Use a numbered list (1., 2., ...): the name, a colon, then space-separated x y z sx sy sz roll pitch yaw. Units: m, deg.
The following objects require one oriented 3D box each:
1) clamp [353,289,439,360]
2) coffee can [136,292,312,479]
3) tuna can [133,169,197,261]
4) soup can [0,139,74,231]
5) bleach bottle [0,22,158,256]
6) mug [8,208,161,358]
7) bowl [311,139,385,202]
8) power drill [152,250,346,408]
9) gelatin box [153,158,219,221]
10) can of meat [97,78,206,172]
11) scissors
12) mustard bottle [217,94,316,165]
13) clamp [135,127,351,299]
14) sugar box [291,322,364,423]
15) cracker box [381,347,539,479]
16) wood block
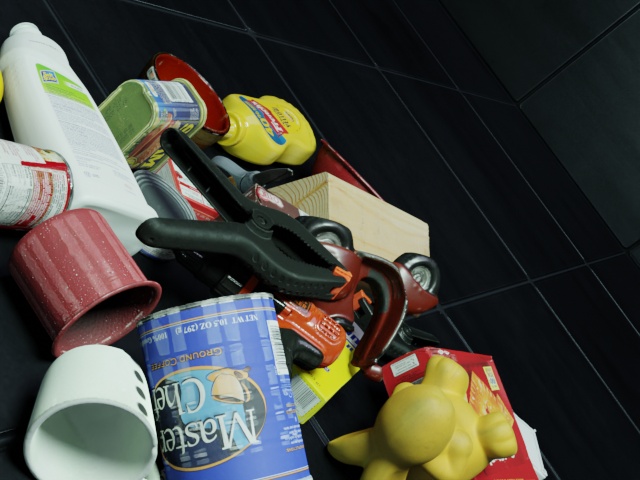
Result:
1. clamp: 0.093 0.125 1.252 0.171 0.039 0.120 36 23 -33
2. coffee can: -0.070 0.118 0.769 0.102 0.103 0.140 5 70 -61
3. tuna can: -0.156 -0.022 1.003 0.086 0.034 0.086 41 24 -23
4. soup can: -0.248 -0.043 0.812 0.102 0.069 0.068 8 47 -59
5. bleach bottle: -0.228 -0.100 0.951 0.102 0.068 0.251 24 32 -50
6. mug: -0.180 0.034 0.813 0.081 0.093 0.117 53 -9 17
7. bowl: 0.039 -0.054 1.367 0.162 0.055 0.162 46 3 -3
8. power drill: -0.073 0.086 0.908 0.184 0.057 0.187 36 38 -8
9. gelatin box: -0.138 -0.057 1.097 0.073 0.030 0.089 27 32 -48
10. can of meat: -0.172 -0.110 1.020 0.057 0.102 0.083 56 24 11
11. scissors: -0.061 -0.047 1.108 0.202 0.016 0.096 18 -37 56
12. mustard bottle: -0.079 -0.135 1.298 0.096 0.058 0.191 53 22 11
13. clamp: -0.066 -0.014 0.943 0.209 0.036 0.164 27 33 -25
14. sugar box: -0.008 0.110 1.065 0.093 0.048 0.176 49 23 4
15. cracker box: 0.163 0.225 1.147 0.163 0.072 0.214 16 48 -54
16. wood block: 0.034 0.002 1.225 0.205 0.091 0.090 23 60 -49
